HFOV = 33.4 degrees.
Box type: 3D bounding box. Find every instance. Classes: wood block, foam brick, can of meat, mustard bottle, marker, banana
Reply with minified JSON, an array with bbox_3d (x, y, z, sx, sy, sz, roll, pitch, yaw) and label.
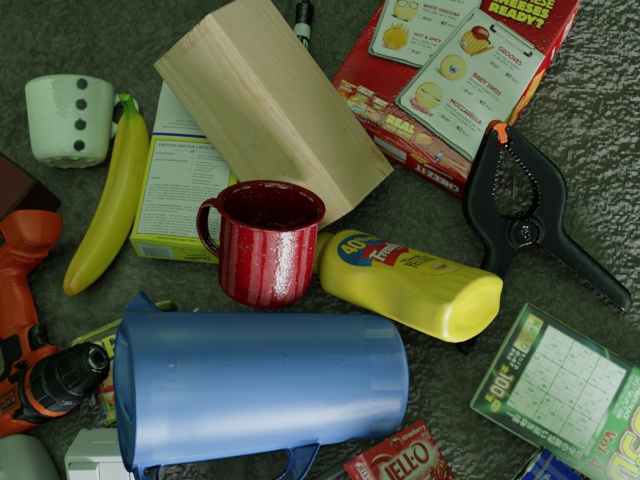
[{"bbox_3d":[-0.041,-0.110,0.967,0.090,0.090,0.206,-32,97,39],"label":"wood block"},{"bbox_3d":[-0.294,-0.041,1.027,0.051,0.078,0.053,34,79,13],"label":"foam brick"},{"bbox_3d":[-0.167,0.115,0.987,0.102,0.057,0.084,-24,77,-1],"label":"can of meat"},{"bbox_3d":[0.058,0.032,0.948,0.192,0.096,0.058,19,115,35],"label":"mustard bottle"},{"bbox_3d":[-0.022,-0.185,1.068,0.020,0.020,0.121,6,77,7],"label":"marker"},{"bbox_3d":[-0.201,-0.041,1.024,0.037,0.069,0.198,12,86,31],"label":"banana"}]

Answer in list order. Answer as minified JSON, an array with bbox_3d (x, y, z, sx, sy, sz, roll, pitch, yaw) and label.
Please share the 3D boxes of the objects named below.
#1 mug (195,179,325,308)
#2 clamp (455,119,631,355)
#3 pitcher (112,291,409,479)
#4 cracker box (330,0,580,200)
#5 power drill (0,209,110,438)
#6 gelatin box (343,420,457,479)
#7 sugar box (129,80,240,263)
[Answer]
[{"bbox_3d":[-0.056,0.001,0.915,0.117,0.093,0.081,17,121,19],"label":"mug"},{"bbox_3d":[0.173,-0.002,0.959,0.164,0.036,0.210,-22,103,2],"label":"clamp"},{"bbox_3d":[-0.052,0.131,0.906,0.242,0.145,0.149,-1,114,-17],"label":"pitcher"},{"bbox_3d":[0.124,-0.170,1.025,0.164,0.072,0.213,30,79,11],"label":"cracker box"},{"bbox_3d":[-0.257,0.071,0.963,0.185,0.057,0.187,-30,63,40],"label":"power drill"},{"bbox_3d":[0.073,0.206,0.927,0.089,0.030,0.073,-17,72,-45],"label":"gelatin box"},{"bbox_3d":[-0.118,-0.068,1.021,0.093,0.048,0.176,6,64,6],"label":"sugar box"}]
